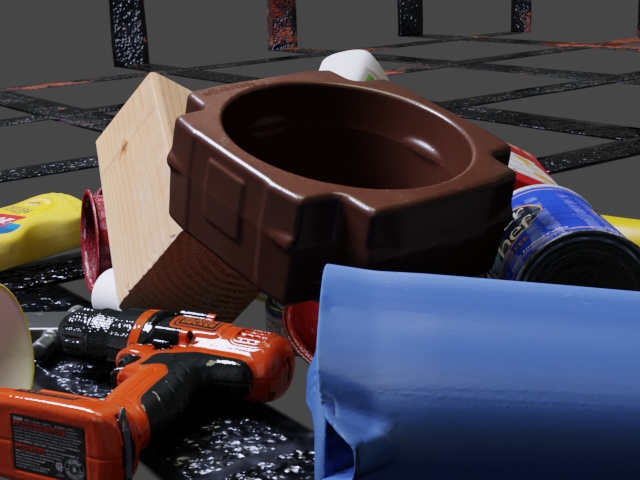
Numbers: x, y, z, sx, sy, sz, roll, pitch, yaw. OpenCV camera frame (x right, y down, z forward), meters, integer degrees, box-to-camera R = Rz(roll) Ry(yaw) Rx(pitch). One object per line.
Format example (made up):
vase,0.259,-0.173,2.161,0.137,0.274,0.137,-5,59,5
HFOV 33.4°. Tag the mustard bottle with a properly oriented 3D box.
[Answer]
mustard bottle,-0.317,0.001,1.033,0.096,0.058,0.191,11,21,33

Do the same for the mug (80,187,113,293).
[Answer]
mug,-0.172,-0.009,0.969,0.081,0.093,0.117,-3,43,-21

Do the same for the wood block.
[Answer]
wood block,-0.112,-0.030,0.851,0.090,0.091,0.206,27,28,-34

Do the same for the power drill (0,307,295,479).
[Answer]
power drill,-0.133,0.090,0.678,0.185,0.057,0.187,5,17,25

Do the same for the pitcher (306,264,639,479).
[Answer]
pitcher,0.115,0.079,0.559,0.243,0.145,0.149,2,58,3

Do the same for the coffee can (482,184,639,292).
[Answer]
coffee can,0.177,0.023,0.787,0.103,0.103,0.140,-3,16,-1
